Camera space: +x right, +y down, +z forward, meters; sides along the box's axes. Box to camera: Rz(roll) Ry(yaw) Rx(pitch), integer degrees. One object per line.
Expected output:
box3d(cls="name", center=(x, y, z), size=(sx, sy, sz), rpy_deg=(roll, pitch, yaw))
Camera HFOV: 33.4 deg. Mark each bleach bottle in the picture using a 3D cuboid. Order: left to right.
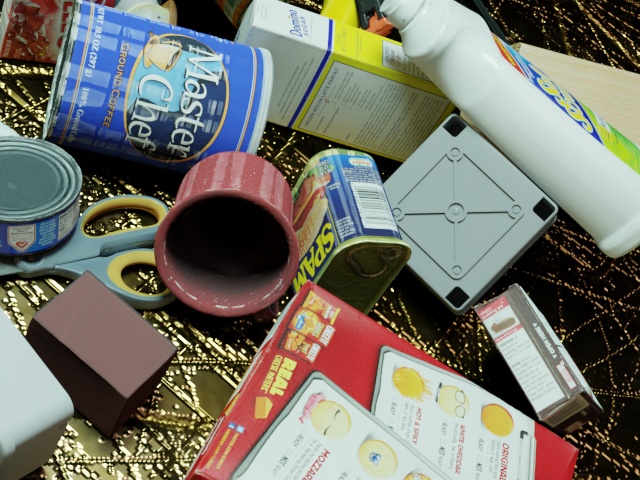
box3d(cls="bleach bottle", center=(0.147, -0.097, 0.788), size=(0.250, 0.068, 0.102), rpy_deg=(37, 28, -15))

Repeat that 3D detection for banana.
box3d(cls="banana", center=(0.004, -0.201, 0.942), size=(0.069, 0.037, 0.197), rpy_deg=(13, 49, -6))

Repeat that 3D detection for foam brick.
box3d(cls="foam brick", center=(-0.135, 0.068, 0.649), size=(0.078, 0.053, 0.051), rpy_deg=(40, 47, 6))

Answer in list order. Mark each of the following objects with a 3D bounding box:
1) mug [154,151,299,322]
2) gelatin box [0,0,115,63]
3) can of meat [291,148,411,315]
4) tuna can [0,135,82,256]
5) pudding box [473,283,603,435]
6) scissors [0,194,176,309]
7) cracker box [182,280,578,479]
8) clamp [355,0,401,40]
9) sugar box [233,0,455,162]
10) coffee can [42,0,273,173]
box3d(cls="mug", center=(-0.055, 0.001, 0.718), size=(0.081, 0.093, 0.117), rpy_deg=(-89, 155, -63))
box3d(cls="gelatin box", center=(-0.191, -0.168, 0.779), size=(0.073, 0.089, 0.030), rpy_deg=(3, 54, -25))
box3d(cls="can of meat", center=(0.012, -0.001, 0.746), size=(0.057, 0.102, 0.084), rpy_deg=(3, 52, -26))
box3d(cls="tuna can", center=(-0.199, -0.029, 0.692), size=(0.086, 0.034, 0.086), rpy_deg=(8, 41, -7))
box3d(cls="pudding box", center=(0.156, 0.086, 0.753), size=(0.090, 0.039, 0.113), rpy_deg=(61, 9, 24))
box3d(cls="scissors", center=(-0.171, 0.026, 0.689), size=(0.201, 0.016, 0.096), rpy_deg=(-28, 71, -39))
box3d(cls="cracker box", center=(0.038, 0.149, 0.662), size=(0.213, 0.072, 0.164), rpy_deg=(32, 48, -2))
box3d(cls="clamp", center=(0.066, -0.255, 0.977), size=(0.164, 0.036, 0.209), rpy_deg=(45, 40, -16))
box3d(cls="sugar box", center=(0.014, -0.125, 0.847), size=(0.176, 0.093, 0.048), rpy_deg=(18, 48, -14))
box3d(cls="coffee can", center=(-0.116, -0.104, 0.758), size=(0.140, 0.103, 0.103), rpy_deg=(13, 50, -18))
